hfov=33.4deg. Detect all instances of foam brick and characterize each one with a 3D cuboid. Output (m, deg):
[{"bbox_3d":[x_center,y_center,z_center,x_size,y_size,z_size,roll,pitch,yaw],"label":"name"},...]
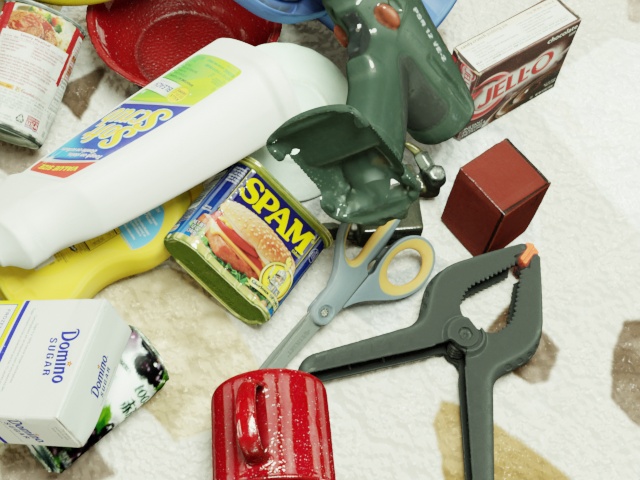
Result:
[{"bbox_3d":[0.135,-0.030,0.833,0.053,0.078,0.051,-33,69,-22],"label":"foam brick"}]

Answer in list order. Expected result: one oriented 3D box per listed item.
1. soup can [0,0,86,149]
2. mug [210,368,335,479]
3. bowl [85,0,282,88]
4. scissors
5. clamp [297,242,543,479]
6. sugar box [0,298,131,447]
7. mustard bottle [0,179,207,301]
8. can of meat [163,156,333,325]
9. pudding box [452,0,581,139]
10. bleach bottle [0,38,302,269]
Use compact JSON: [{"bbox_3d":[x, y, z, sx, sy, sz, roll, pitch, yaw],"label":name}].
[{"bbox_3d":[-0.236,-0.131,0.846,0.068,0.068,0.102,18,82,5],"label":"soup can"},{"bbox_3d":[-0.036,0.133,0.714,0.093,0.117,0.081,-12,57,10],"label":"mug"},{"bbox_3d":[-0.113,-0.175,0.902,0.162,0.055,0.162,2,62,-4],"label":"bowl"},{"bbox_3d":[0.019,0.056,0.806,0.096,0.016,0.202,31,84,-26],"label":"scissors"},{"bbox_3d":[0.094,0.075,0.795,0.164,0.036,0.209,30,62,9],"label":"clamp"},{"bbox_3d":[-0.222,0.087,0.717,0.176,0.048,0.093,0,52,22],"label":"sugar box"},{"bbox_3d":[-0.161,-0.014,0.811,0.191,0.058,0.096,-33,71,-19],"label":"mustard bottle"},{"bbox_3d":[-0.055,0.001,0.797,0.102,0.058,0.083,45,66,-16],"label":"can of meat"},{"bbox_3d":[0.154,-0.143,0.887,0.113,0.090,0.039,-32,69,-20],"label":"pudding box"},{"bbox_3d":[-0.139,-0.050,0.750,0.250,0.068,0.103,-36,38,-19],"label":"bleach bottle"}]
